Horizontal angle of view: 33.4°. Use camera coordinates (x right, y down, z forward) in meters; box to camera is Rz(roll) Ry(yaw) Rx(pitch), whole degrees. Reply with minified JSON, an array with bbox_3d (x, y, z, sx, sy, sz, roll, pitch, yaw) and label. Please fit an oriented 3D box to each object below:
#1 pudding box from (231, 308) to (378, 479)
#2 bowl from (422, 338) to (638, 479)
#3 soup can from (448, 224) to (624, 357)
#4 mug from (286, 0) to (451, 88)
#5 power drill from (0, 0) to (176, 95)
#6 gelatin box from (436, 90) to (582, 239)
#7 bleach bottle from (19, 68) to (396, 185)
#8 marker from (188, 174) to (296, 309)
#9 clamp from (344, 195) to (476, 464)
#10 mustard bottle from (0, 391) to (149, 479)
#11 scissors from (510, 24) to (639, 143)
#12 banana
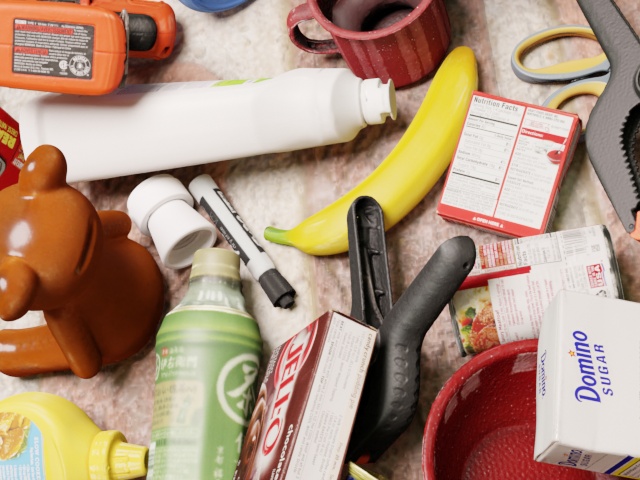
[{"bbox_3d":[-0.012,0.106,0.632,0.039,0.090,0.113,23,60,-15],"label":"pudding box"},{"bbox_3d":[0.131,0.140,0.613,0.162,0.055,0.162,4,61,-8],"label":"bowl"},{"bbox_3d":[0.132,0.031,0.663,0.102,0.068,0.068,-11,68,11],"label":"soup can"},{"bbox_3d":[0.034,-0.157,0.750,0.117,0.081,0.093,-14,64,12],"label":"mug"},{"bbox_3d":[-0.197,-0.148,0.748,0.184,0.187,0.057,2,108,-5],"label":"power drill"},{"bbox_3d":[0.125,-0.048,0.708,0.073,0.030,0.089,16,87,20],"label":"gelatin box"},{"bbox_3d":[-0.074,-0.084,0.747,0.251,0.102,0.068,-4,106,14],"label":"bleach bottle"},{"bbox_3d":[-0.055,0.001,0.754,0.020,0.020,0.121,-38,65,0],"label":"marker"},{"bbox_3d":[0.044,0.060,0.655,0.039,0.120,0.171,5,93,-25],"label":"clamp"},{"bbox_3d":[-0.205,0.150,0.715,0.192,0.058,0.096,-4,94,14],"label":"mustard bottle"},{"bbox_3d":[0.229,-0.113,0.717,0.202,0.016,0.096,0,72,16],"label":"scissors"},{"bbox_3d":[0.049,-0.052,0.734,0.198,0.037,0.070,-42,66,-2],"label":"banana"}]
